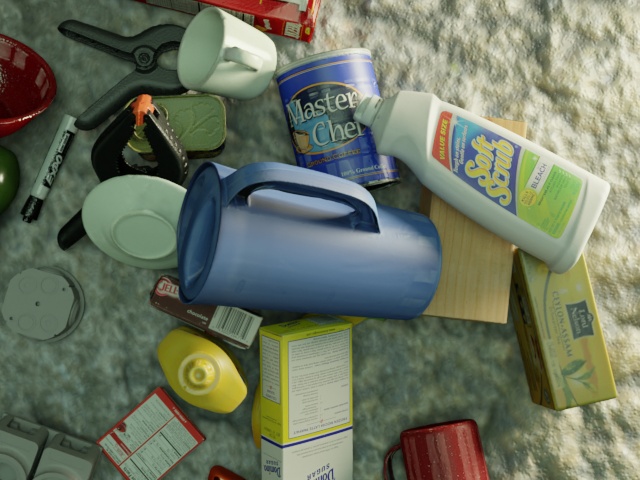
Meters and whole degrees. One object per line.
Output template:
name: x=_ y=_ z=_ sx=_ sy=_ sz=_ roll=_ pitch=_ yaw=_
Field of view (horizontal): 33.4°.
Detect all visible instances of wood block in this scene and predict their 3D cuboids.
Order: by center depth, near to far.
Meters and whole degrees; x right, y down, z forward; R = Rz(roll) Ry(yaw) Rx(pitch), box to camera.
wood block: x=0.150 y=-0.020 z=1.109 sx=0.090 sy=0.091 sz=0.206 roll=7 pitch=86 yaw=-3

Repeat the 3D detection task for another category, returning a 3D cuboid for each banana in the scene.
banana: x=-0.016 y=0.127 z=1.117 sx=0.069 sy=0.037 sz=0.198 roll=43 pitch=85 yaw=0

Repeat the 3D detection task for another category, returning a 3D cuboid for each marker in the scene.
marker: x=-0.285 y=-0.075 z=1.123 sx=0.020 sy=0.020 sz=0.121 roll=23 pitch=86 yaw=-2

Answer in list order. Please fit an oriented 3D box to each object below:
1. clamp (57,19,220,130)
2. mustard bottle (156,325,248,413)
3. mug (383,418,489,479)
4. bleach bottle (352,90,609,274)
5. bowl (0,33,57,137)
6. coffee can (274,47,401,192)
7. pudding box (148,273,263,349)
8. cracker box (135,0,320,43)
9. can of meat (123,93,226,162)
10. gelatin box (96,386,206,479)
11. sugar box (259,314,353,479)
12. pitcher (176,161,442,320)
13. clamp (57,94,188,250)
clamp: x=-0.190 y=-0.176 z=1.125 sx=0.171 sy=0.039 sz=0.120 roll=-2 pitch=86 yaw=-3
mustard bottle: x=-0.114 y=0.125 z=1.034 sx=0.096 sy=0.191 sz=0.058 roll=44 pitch=85 yaw=0
mug: x=0.118 y=0.232 z=1.100 sx=0.117 sy=0.093 sz=0.081 roll=-15 pitch=81 yaw=32
bleach bottle: x=0.145 y=-0.068 z=1.034 sx=0.251 sy=0.068 sz=0.102 roll=27 pitch=78 yaw=2
bowl: x=-0.353 y=-0.150 z=1.082 sx=0.162 sy=0.162 sz=0.055 roll=24 pitch=129 yaw=-2
coffee can: x=0.018 y=-0.116 z=1.101 sx=0.102 sy=0.103 sz=0.140 roll=-13 pitch=87 yaw=-4
pudding box: x=-0.116 y=0.071 z=1.089 sx=0.113 sy=0.090 sz=0.039 roll=26 pitch=87 yaw=-2
cracker box: x=-0.093 y=-0.317 z=1.123 sx=0.213 sy=0.072 sz=0.164 roll=13 pitch=86 yaw=-3
can of meat: x=-0.147 y=-0.114 z=1.101 sx=0.102 sy=0.084 sz=0.057 roll=-3 pitch=87 yaw=-3
gelatin box: x=-0.175 y=0.207 z=1.103 sx=0.089 sy=0.030 sz=0.073 roll=-41 pitch=83 yaw=-8
sugar box: x=-0.014 y=0.169 z=1.074 sx=0.093 sy=0.048 sz=0.176 roll=-7 pitch=105 yaw=-37
pitcher: x=-0.006 y=0.004 z=1.011 sx=0.242 sy=0.149 sz=0.145 roll=9 pitch=96 yaw=-23
clamp: x=-0.191 y=-0.053 z=1.063 sx=0.164 sy=0.210 sz=0.036 roll=3 pitch=43 yaw=1
